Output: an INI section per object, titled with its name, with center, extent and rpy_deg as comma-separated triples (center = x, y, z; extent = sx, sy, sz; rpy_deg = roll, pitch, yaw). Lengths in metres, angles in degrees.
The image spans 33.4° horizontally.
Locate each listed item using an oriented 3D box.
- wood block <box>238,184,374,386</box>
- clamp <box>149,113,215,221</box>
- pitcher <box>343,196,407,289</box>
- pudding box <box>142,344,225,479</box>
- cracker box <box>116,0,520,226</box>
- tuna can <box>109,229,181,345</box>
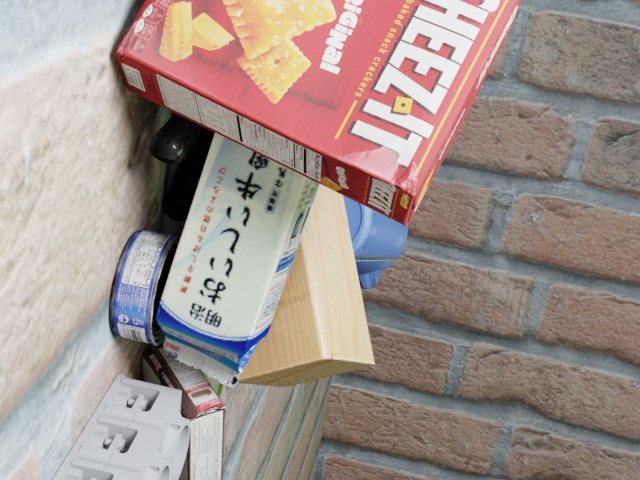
[wood block]
center = -0.030, 0.010, 0.890
extent = 0.090, 0.091, 0.206
rpy_deg = 17, 59, -59
[clamp]
center = -0.072, -0.114, 0.832
extent = 0.210, 0.036, 0.165
rpy_deg = -61, 178, -21
[pitcher]
center = 0.028, -0.032, 1.348
extent = 0.145, 0.149, 0.242
rpy_deg = -55, 169, 4
[pudding box]
center = -0.118, 0.156, 0.922
extent = 0.090, 0.039, 0.113
rpy_deg = 47, -33, 38
[cracker box]
center = 0.000, -0.133, 0.696
extent = 0.164, 0.214, 0.072
rpy_deg = -62, 172, -13
[tuna can]
center = -0.131, 0.035, 0.815
extent = 0.086, 0.034, 0.086
rpy_deg = 12, 89, -84
